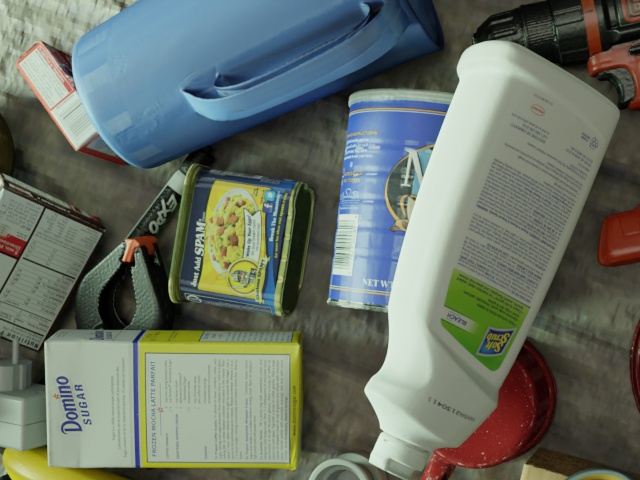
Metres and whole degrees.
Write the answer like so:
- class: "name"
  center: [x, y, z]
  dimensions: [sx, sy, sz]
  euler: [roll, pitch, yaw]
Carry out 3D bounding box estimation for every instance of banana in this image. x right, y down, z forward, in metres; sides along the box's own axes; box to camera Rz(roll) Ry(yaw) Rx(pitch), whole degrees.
- class: "banana"
  center: [-0.158, 0.182, 0.776]
  dimensions: [0.198, 0.069, 0.037]
  euler: [19, 95, 17]

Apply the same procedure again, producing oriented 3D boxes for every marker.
- class: "marker"
  center: [-0.120, -0.024, 0.805]
  dimensions: [0.020, 0.020, 0.121]
  euler: [40, 98, 15]

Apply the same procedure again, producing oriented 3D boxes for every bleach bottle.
- class: "bleach bottle"
  center: [0.085, 0.017, 0.628]
  dimensions: [0.102, 0.068, 0.251]
  euler: [26, 83, -18]

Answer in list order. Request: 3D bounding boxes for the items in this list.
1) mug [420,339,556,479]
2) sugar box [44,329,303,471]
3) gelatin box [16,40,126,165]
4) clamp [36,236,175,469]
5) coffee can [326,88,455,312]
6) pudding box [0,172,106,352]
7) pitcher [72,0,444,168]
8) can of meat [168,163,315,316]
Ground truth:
- class: "mug"
  center: [0.098, 0.114, 0.698]
  dimensions: [0.093, 0.081, 0.117]
  euler: [34, 96, 16]
- class: "sugar box"
  center: [-0.101, 0.110, 0.748]
  dimensions: [0.176, 0.048, 0.093]
  euler: [2, 98, 3]
- class: "gelatin box"
  center: [-0.179, -0.103, 0.801]
  dimensions: [0.030, 0.073, 0.089]
  euler: [-39, 76, 9]
- class: "clamp"
  center: [-0.162, 0.077, 0.795]
  dimensions: [0.120, 0.039, 0.171]
  euler: [10, 97, 13]
- class: "coffee can"
  center: [0.062, -0.022, 0.707]
  dimensions: [0.103, 0.102, 0.140]
  euler: [6, 88, 17]
- class: "pudding box"
  center: [-0.227, 0.017, 0.800]
  dimensions: [0.113, 0.089, 0.039]
  euler: [-59, 31, 6]
- class: "pitcher"
  center: [-0.046, -0.138, 0.730]
  dimensions: [0.243, 0.149, 0.145]
  euler: [-24, 80, 17]
- class: "can of meat"
  center: [-0.055, 0.001, 0.766]
  dimensions: [0.084, 0.057, 0.102]
  euler: [8, 89, 15]
